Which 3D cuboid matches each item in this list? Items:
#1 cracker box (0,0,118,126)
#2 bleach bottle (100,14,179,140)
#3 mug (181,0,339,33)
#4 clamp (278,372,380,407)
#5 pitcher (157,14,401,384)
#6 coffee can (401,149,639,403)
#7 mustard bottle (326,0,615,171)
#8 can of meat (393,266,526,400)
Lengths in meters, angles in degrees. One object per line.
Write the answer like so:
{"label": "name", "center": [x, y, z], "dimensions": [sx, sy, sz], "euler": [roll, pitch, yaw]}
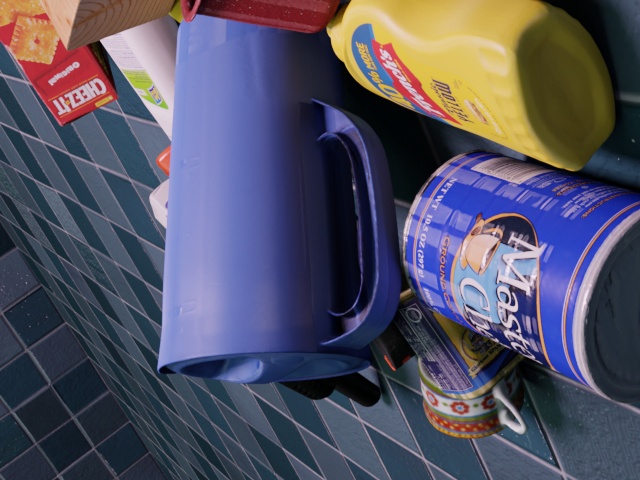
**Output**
{"label": "cracker box", "center": [-0.278, -0.236, 0.999], "dimensions": [0.213, 0.072, 0.164], "euler": [62, -177, -40]}
{"label": "bleach bottle", "center": [-0.157, -0.173, 0.958], "dimensions": [0.103, 0.068, 0.250], "euler": [23, 147, 57]}
{"label": "mug", "center": [-0.029, -0.177, 0.614], "dimensions": [0.093, 0.081, 0.117], "euler": [-122, 42, -63]}
{"label": "clamp", "center": [-0.007, 0.113, 1.022], "dimensions": [0.164, 0.036, 0.210], "euler": [48, -169, 1]}
{"label": "pitcher", "center": [-0.030, -0.032, 0.685], "dimensions": [0.145, 0.149, 0.243], "euler": [88, 180, -76]}
{"label": "coffee can", "center": [0.126, 0.014, 0.574], "dimensions": [0.140, 0.102, 0.103], "euler": [25, 146, 53]}
{"label": "mustard bottle", "center": [0.065, -0.101, 0.581], "dimensions": [0.192, 0.058, 0.096], "euler": [30, 168, 49]}
{"label": "can of meat", "center": [0.098, 0.040, 0.684], "dimensions": [0.084, 0.102, 0.058], "euler": [55, 160, -9]}
